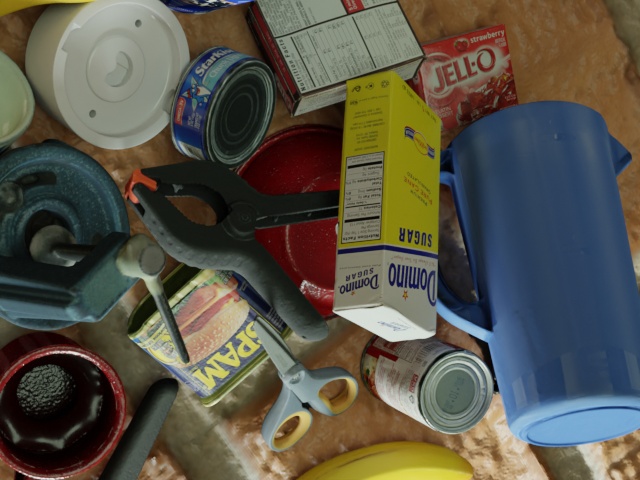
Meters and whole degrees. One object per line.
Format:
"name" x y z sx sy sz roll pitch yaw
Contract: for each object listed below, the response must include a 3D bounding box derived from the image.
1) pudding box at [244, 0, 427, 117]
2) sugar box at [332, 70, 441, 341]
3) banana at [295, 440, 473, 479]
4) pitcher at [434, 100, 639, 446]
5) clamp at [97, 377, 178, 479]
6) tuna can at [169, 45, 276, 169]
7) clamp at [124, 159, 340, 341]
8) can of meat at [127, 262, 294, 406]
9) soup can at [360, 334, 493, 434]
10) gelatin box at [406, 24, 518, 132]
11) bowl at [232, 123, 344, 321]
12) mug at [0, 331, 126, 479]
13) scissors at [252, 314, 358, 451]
"pudding box" 0.011 -0.153 0.808 0.113 0.039 0.090 -20 78 -18
"sugar box" 0.051 -0.023 0.772 0.093 0.048 0.176 31 55 -55
"banana" 0.038 0.203 0.888 0.197 0.037 0.069 -19 121 -19
"pitcher" 0.166 0.027 0.811 0.144 0.149 0.243 23 51 -44
"clamp" -0.154 0.225 0.806 0.210 0.036 0.164 -36 109 -13
"tuna can" -0.069 -0.095 0.776 0.086 0.034 0.086 -42 144 -40
"clamp" -0.055 0.001 0.744 0.171 0.039 0.120 13 56 -15
"can of meat" -0.081 0.059 0.792 0.102 0.057 0.084 -42 110 14
"soup can" 0.084 0.110 0.856 0.068 0.102 0.068 -3 98 -23
"gelatin box" 0.115 -0.132 0.877 0.089 0.030 0.073 -17 103 -20
"bowl" 0.004 -0.010 0.833 0.161 0.055 0.162 -3 98 -23
"mug" -0.194 0.122 0.751 0.093 0.082 0.117 12 92 -24
"scissors" -0.032 0.113 0.798 0.096 0.016 0.201 -46 149 6
